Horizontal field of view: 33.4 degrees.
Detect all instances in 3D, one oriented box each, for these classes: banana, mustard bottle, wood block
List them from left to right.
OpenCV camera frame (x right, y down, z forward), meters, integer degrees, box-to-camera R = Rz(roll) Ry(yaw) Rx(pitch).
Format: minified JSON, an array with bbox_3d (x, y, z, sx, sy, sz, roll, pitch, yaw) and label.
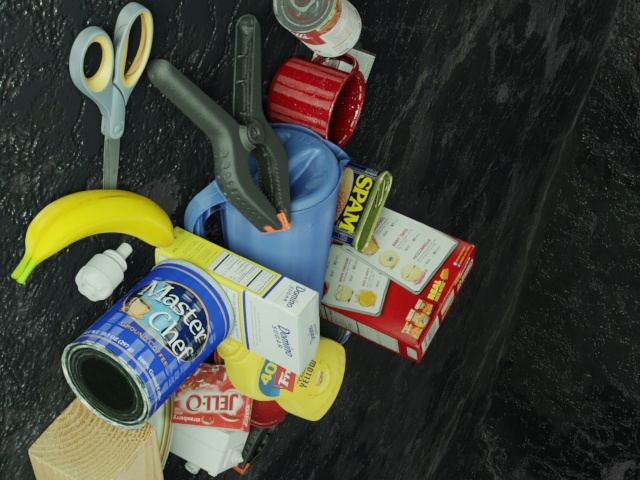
[{"bbox_3d":[-0.189,-0.014,0.931,0.197,0.037,0.070,-14,137,-55],"label":"banana"},{"bbox_3d":[-0.218,0.260,1.082,0.090,0.091,0.206,-49,154,-38],"label":"wood block"},{"bbox_3d":[-0.052,0.133,1.187,0.191,0.058,0.096,31,78,-46],"label":"mustard bottle"}]

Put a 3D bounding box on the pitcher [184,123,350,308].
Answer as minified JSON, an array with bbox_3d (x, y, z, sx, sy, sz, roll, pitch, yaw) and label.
[{"bbox_3d":[-0.058,0.001,1.186,0.243,0.149,0.145,94,12,-49],"label":"pitcher"}]

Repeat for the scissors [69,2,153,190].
[{"bbox_3d":[-0.185,-0.101,0.893,0.096,0.016,0.202,-19,132,-58],"label":"scissors"}]

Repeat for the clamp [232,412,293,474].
[{"bbox_3d":[-0.072,0.261,1.530,0.171,0.039,0.120,-54,152,-18],"label":"clamp"}]

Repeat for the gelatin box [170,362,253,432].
[{"bbox_3d":[-0.120,0.178,1.218,0.030,0.089,0.073,48,48,-68],"label":"gelatin box"}]

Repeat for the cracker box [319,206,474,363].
[{"bbox_3d":[0.073,0.043,1.409,0.164,0.214,0.072,-59,160,-21],"label":"cracker box"}]

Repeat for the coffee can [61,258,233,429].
[{"bbox_3d":[-0.164,0.098,1.028,0.140,0.103,0.103,-47,152,-43],"label":"coffee can"}]

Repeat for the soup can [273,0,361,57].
[{"bbox_3d":[-0.001,-0.240,1.134,0.068,0.069,0.102,-68,161,1],"label":"soup can"}]

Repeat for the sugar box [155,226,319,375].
[{"bbox_3d":[-0.084,0.060,1.082,0.048,0.176,0.093,-50,153,-38],"label":"sugar box"}]

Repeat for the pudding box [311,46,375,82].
[{"bbox_3d":[0.020,-0.193,1.281,0.113,0.039,0.090,-8,118,-69],"label":"pudding box"}]

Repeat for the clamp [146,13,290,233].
[{"bbox_3d":[-0.073,-0.109,1.023,0.164,0.036,0.210,-49,122,-46],"label":"clamp"}]

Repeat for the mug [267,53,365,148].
[{"bbox_3d":[-0.001,-0.165,1.190,0.117,0.082,0.093,-62,159,-20],"label":"mug"}]

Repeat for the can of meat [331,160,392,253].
[{"bbox_3d":[0.028,-0.047,1.282,0.102,0.084,0.057,-69,164,-1],"label":"can of meat"}]
